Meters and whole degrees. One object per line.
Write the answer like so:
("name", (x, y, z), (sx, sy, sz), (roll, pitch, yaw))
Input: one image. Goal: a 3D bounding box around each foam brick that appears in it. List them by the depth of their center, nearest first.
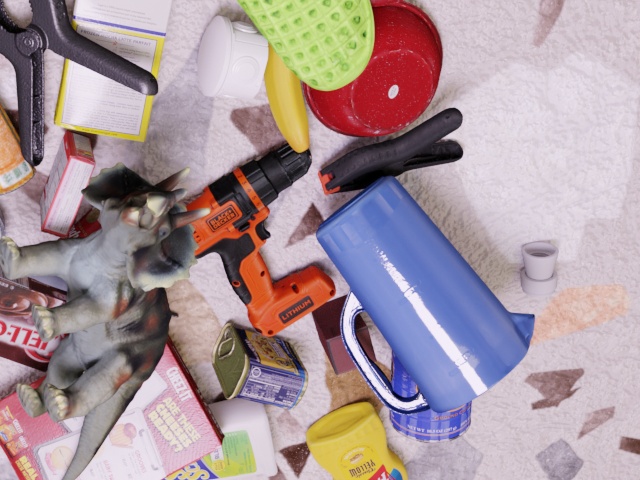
("foam brick", (0.026, 0.110, 1.251), (0.053, 0.078, 0.051), (-19, 120, -5))

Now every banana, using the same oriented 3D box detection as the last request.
("banana", (-0.031, -0.189, 1.095), (0.037, 0.070, 0.198), (-19, 129, -40))

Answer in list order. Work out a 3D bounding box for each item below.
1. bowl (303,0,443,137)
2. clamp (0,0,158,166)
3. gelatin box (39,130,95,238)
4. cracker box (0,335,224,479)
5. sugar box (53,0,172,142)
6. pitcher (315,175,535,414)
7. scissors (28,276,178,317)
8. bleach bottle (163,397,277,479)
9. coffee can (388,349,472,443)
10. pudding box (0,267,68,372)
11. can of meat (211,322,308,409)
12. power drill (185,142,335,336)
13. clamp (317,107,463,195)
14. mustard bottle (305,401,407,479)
("bowl", (0.065, -0.169, 1.125), (0.162, 0.055, 0.162), (-11, 126, -15))
("clamp", (-0.256, -0.190, 1.005), (0.165, 0.036, 0.210), (-19, 104, 20))
("gelatin box", (-0.258, -0.057, 1.085), (0.030, 0.073, 0.089), (17, 109, -23))
("cracker box", (-0.238, 0.205, 1.189), (0.213, 0.072, 0.164), (-29, 90, -2))
("sugar box", (-0.203, -0.192, 1.052), (0.093, 0.048, 0.176), (9, 109, -18))
("pitcher", (0.097, 0.061, 1.147), (0.149, 0.145, 0.243), (-40, 94, -35))
("scissors", (-0.234, 0.057, 1.145), (0.201, 0.096, 0.016), (20, 87, -21))
("bleach bottle", (-0.183, 0.258, 1.270), (0.250, 0.068, 0.102), (-13, 116, -8))
("coffee can", (0.135, 0.158, 1.292), (0.102, 0.103, 0.140), (-7, 117, -14))
("pudding box", (-0.327, 0.083, 1.153), (0.113, 0.039, 0.090), (25, 106, -26))
("can of meat", (-0.070, 0.146, 1.227), (0.083, 0.102, 0.057), (17, 108, -26))
("power drill", (-0.058, 0.001, 1.186), (0.184, 0.057, 0.187), (-32, 118, 1))
("clamp", (0.082, -0.095, 1.160), (0.171, 0.039, 0.120), (-20, 157, -7))
("mustard bottle", (0.059, 0.299, 1.364), (0.096, 0.058, 0.191), (-27, 120, -2))
